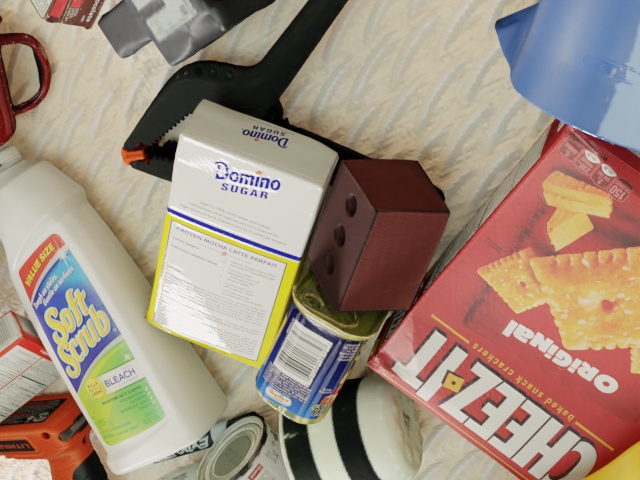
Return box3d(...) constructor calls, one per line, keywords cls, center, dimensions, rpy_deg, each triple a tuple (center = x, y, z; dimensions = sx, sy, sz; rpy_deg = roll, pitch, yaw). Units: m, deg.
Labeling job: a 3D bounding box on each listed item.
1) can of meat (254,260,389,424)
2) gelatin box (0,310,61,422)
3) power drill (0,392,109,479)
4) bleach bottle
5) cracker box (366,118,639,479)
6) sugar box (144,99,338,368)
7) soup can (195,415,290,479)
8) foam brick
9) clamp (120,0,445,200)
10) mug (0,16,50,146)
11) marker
box3d(cls="can of meat", center=(0.005, 0.057, 0.686), dimensions=(0.057, 0.102, 0.084), rpy_deg=(30, 123, 5))
box3d(cls="gelatin box", center=(-0.240, 0.098, 0.797), dimensions=(0.089, 0.073, 0.030), rpy_deg=(-36, 59, 5))
box3d(cls="power drill", center=(-0.218, 0.219, 0.876), dimensions=(0.185, 0.057, 0.187), rpy_deg=(-11, 112, 25))
box3d(cls="bleach bottle", center=(-0.173, 0.043, 0.770), dimensions=(0.103, 0.068, 0.251), rpy_deg=(-27, 100, 29))
box3d(cls="cracker box", center=(0.153, 0.043, 0.639), dimensions=(0.164, 0.072, 0.214), rpy_deg=(37, 122, 1))
box3d(cls="sugar box", center=(-0.054, 0.001, 0.690), dimensions=(0.093, 0.048, 0.176), rpy_deg=(21, 131, 2))
box3d(cls="soup can", center=(-0.032, 0.183, 0.766), dimensions=(0.069, 0.068, 0.102), rpy_deg=(-31, 114, 30))
box3d(cls="foam brick", center=(0.033, -0.003, 0.630), dimensions=(0.051, 0.053, 0.078), rpy_deg=(1, 127, -26))
box3d(cls="clamp", center=(-0.036, -0.084, 0.668), dimensions=(0.210, 0.036, 0.164), rpy_deg=(-2, 120, 22))
box3d(cls="mug", center=(-0.240, -0.106, 0.717), dimensions=(0.117, 0.093, 0.081), rpy_deg=(-13, 120, -13))
box3d(cls="marker", center=(-0.093, 0.152, 0.816), dimensions=(0.121, 0.020, 0.020), rpy_deg=(-20, 106, 27))
